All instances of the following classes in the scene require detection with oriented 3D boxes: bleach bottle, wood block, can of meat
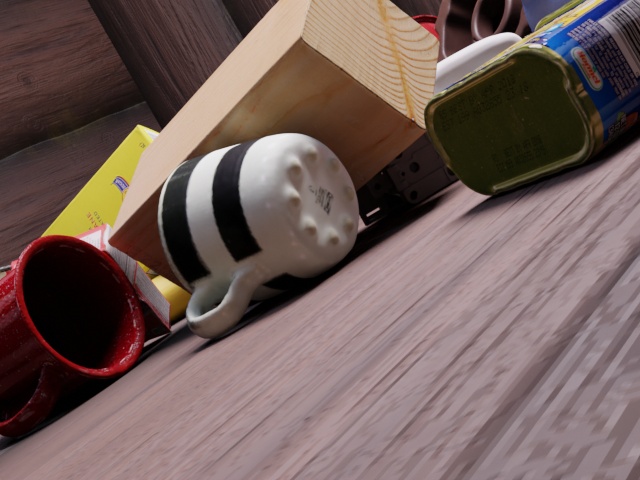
[{"bbox_3d":[0.071,-0.079,0.826,0.102,0.068,0.251,-32,2,-23],"label":"bleach bottle"},{"bbox_3d":[-0.032,-0.058,0.645,0.206,0.090,0.090,-40,26,38],"label":"wood block"},{"bbox_3d":[0.104,-0.066,0.455,0.083,0.057,0.102,-34,5,-27],"label":"can of meat"}]

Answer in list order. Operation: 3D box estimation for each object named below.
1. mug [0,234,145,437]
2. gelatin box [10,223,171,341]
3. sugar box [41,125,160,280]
[{"bbox_3d":[-0.166,0.065,0.631,0.082,0.093,0.117,-33,38,30],"label":"mug"},{"bbox_3d":[-0.151,0.039,0.705,0.073,0.089,0.030,-21,41,12],"label":"gelatin box"},{"bbox_3d":[-0.162,0.006,0.826,0.176,0.093,0.048,-46,-24,13],"label":"sugar box"}]
